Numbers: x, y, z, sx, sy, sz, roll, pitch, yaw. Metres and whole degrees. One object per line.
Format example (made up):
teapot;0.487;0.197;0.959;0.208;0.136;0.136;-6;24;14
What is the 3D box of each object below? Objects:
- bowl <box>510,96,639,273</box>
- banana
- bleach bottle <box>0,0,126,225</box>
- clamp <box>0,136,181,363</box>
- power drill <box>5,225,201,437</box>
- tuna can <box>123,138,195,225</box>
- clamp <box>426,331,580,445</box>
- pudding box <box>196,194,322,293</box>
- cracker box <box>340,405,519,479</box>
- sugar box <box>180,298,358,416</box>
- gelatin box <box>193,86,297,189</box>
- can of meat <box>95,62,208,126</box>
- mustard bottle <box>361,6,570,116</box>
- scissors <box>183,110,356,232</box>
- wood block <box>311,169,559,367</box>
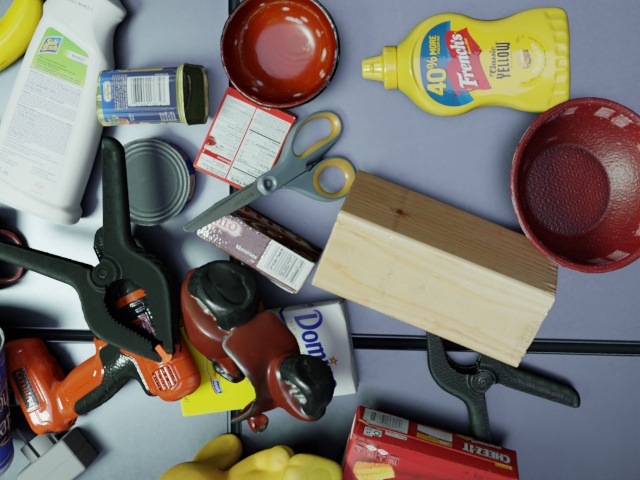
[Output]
bowl;0.243;-0.050;0.996;0.162;0.055;0.162;0;88;-12
banana;-0.344;-0.190;1.057;0.198;0.037;0.070;-32;76;7
bleach bottle;-0.243;-0.148;1.039;0.102;0.068;0.251;22;97;1
clamp;-0.191;0.020;0.986;0.210;0.036;0.165;46;101;9
power drill;-0.225;0.097;1.050;0.188;0.057;0.184;-28;83;22
tuna can;-0.168;-0.059;1.057;0.086;0.033;0.086;1;98;5
clamp;0.157;0.144;1.052;0.171;0.039;0.120;41;96;-1
pudding box;-0.057;0.001;1.027;0.113;0.090;0.039;33;101;0
cracker box;0.085;0.289;1.047;0.164;0.072;0.214;16;107;3
sugar box;-0.055;0.116;1.063;0.176;0.048;0.093;-9;93;8
gelatin box;-0.073;-0.096;1.046;0.073;0.030;0.089;25;99;0
can of meat;-0.158;-0.137;1.013;0.084;0.102;0.057;-1;97;7
mustard bottle;0.135;-0.166;1.003;0.191;0.058;0.096;-2;96;6
scissors;-0.035;-0.042;1.002;0.201;0.016;0.096;-49;112;-27
wood block;0.109;0.024;1.001;0.206;0.090;0.090;22;124;2
